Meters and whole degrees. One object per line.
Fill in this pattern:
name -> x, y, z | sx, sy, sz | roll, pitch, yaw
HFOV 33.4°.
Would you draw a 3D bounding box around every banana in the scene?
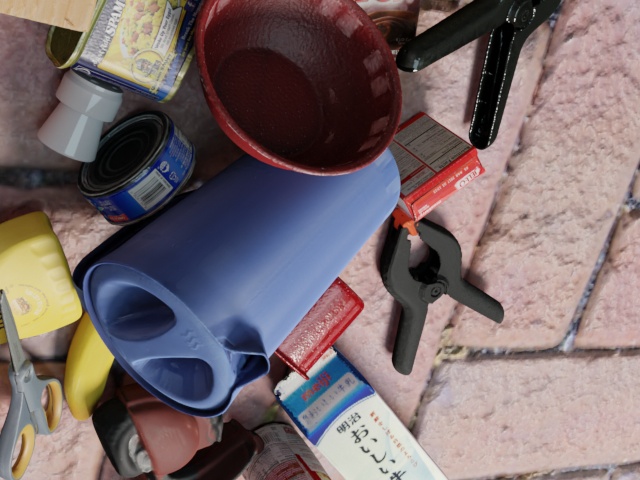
banana -> -0.157, 0.062, 0.861 | 0.069, 0.037, 0.198 | 34, 97, -38

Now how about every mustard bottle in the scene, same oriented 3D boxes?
mustard bottle -> -0.276, 0.051, 0.775 | 0.191, 0.058, 0.096 | -21, 138, -16

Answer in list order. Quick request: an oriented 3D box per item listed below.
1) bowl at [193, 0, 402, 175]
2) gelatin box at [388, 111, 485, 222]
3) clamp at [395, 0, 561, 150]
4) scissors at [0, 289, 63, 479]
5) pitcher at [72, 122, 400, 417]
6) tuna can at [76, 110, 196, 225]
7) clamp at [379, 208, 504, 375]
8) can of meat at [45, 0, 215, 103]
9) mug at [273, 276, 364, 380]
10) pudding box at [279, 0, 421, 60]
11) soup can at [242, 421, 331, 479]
bowl -> -0.024, -0.110, 0.749 | 0.161, 0.162, 0.055 | 4, 158, -30
gelatin box -> 0.083, -0.062, 0.887 | 0.073, 0.089, 0.030 | -36, 128, -6
clamp -> 0.156, -0.182, 0.882 | 0.210, 0.036, 0.164 | -53, 144, -5
scissors -> -0.229, 0.118, 0.794 | 0.202, 0.016, 0.096 | 88, 20, -63
pitcher -> -0.055, 0.001, 0.790 | 0.149, 0.145, 0.242 | 46, 53, -1
tuna can -> -0.134, -0.054, 0.776 | 0.086, 0.086, 0.033 | -41, 127, -2
clamp -> 0.110, 0.040, 0.994 | 0.120, 0.039, 0.171 | -24, 126, -17
can of meat -> -0.129, -0.155, 0.740 | 0.083, 0.057, 0.102 | 19, 107, -37
mug -> -0.019, 0.055, 0.892 | 0.081, 0.093, 0.117 | -48, 163, -3
pudding box -> 0.022, -0.186, 0.815 | 0.113, 0.039, 0.090 | -6, 120, -25
soup can -> -0.029, 0.223, 0.982 | 0.068, 0.102, 0.068 | -13, 123, -22
